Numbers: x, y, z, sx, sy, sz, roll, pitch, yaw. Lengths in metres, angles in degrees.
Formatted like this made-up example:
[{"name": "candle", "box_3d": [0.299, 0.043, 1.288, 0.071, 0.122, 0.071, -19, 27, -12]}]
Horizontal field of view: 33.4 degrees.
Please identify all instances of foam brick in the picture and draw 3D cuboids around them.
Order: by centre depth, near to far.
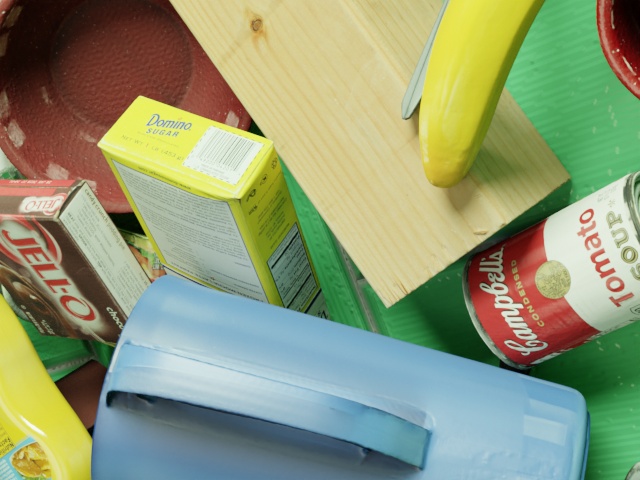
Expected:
[{"name": "foam brick", "box_3d": [-0.178, 0.133, 0.780, 0.051, 0.078, 0.053, 29, 121, 19]}]

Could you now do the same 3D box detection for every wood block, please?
[{"name": "wood block", "box_3d": [0.024, -0.082, 0.563, 0.091, 0.090, 0.206, -39, 84, 37]}]

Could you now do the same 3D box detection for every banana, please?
[{"name": "banana", "box_3d": [0.097, -0.114, 0.465, 0.069, 0.037, 0.198, 37, 95, -25]}]

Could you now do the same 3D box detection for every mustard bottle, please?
[{"name": "mustard bottle", "box_3d": [-0.192, 0.135, 0.704, 0.096, 0.058, 0.191, -37, 85, 40]}]

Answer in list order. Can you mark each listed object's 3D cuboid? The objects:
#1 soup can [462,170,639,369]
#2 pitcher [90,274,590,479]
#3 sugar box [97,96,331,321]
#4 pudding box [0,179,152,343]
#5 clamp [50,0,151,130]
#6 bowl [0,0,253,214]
[{"name": "soup can", "box_3d": [0.132, 0.016, 0.540, 0.102, 0.068, 0.068, -31, 89, 36]}, {"name": "pitcher", "box_3d": [0.010, 0.103, 0.555, 0.243, 0.149, 0.145, 11, 118, 11]}, {"name": "sugar box", "box_3d": [-0.054, 0.000, 0.619, 0.093, 0.048, 0.176, 22, 154, 26]}, {"name": "pudding box", "box_3d": [-0.158, 0.013, 0.650, 0.090, 0.039, 0.113, 3, 138, 33]}, {"name": "clamp", "box_3d": [-0.144, -0.116, 0.686, 0.120, 0.039, 0.172, 21, 114, -11]}, {"name": "bowl", "box_3d": [-0.120, -0.100, 0.644, 0.162, 0.055, 0.162, -3, 113, -7]}]
